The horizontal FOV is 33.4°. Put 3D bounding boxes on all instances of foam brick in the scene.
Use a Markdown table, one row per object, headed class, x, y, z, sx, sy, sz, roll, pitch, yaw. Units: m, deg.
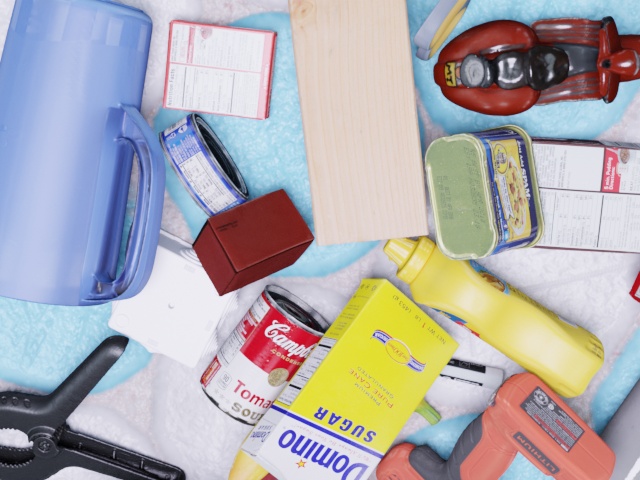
| class | x | y | z | sx | sy | sz | roll | pitch | yaw |
| --- | --- | --- | --- | --- | --- | --- | --- | --- | --- |
| foam brick | -0.056 | 0.001 | 0.874 | 0.078 | 0.051 | 0.053 | -23 | 74 | -29 |

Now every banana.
| class | x | y | z | sx | sy | sz | roll | pitch | yaw |
| --- | --- | --- | --- | --- | --- | --- | --- | --- | --- |
| banana | 0.008 | 0.148 | 0.898 | 0.197 | 0.037 | 0.069 | -15 | 72 | -19 |

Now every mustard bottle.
| class | x | y | z | sx | sy | sz | roll | pitch | yaw |
| --- | --- | --- | --- | --- | --- | --- | --- | --- | --- |
| mustard bottle | 0.135 | 0.053 | 0.871 | 0.191 | 0.096 | 0.058 | 34 | 97 | -3 |

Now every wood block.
| class | x | y | z | sx | sy | sz | roll | pitch | yaw |
| --- | --- | --- | --- | --- | --- | --- | --- | --- | --- |
| wood block | 0.031 | -0.107 | 0.852 | 0.091 | 0.090 | 0.206 | -6 | 99 | 4 |

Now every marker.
| class | x | y | z | sx | sy | sz | roll | pitch | yaw |
| --- | --- | --- | --- | --- | --- | --- | --- | --- | --- |
| marker | 0.097 | 0.107 | 0.922 | 0.121 | 0.020 | 0.020 | 13 | 101 | 1 |

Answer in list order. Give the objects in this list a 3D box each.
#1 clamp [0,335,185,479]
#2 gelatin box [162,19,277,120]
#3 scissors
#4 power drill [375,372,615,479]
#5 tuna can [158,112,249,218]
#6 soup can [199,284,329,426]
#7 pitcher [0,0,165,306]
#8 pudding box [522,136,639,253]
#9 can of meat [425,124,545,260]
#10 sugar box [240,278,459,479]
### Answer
| class | x | y | z | sx | sy | sz | roll | pitch | yaw |
| --- | --- | --- | --- | --- | --- | --- | --- | --- | --- |
| clamp | -0.229 | 0.176 | 0.939 | 0.210 | 0.036 | 0.164 | -18 | 115 | 13 |
| gelatin box | -0.083 | -0.141 | 0.883 | 0.089 | 0.030 | 0.073 | 7 | 102 | 2 |
| scissors | 0.131 | -0.218 | 0.855 | 0.016 | 0.096 | 0.201 | 36 | 69 | 5 |
| power drill | 0.151 | 0.209 | 0.869 | 0.184 | 0.057 | 0.188 | 44 | 130 | 9 |
| tuna can | -0.094 | -0.061 | 0.870 | 0.034 | 0.086 | 0.086 | -32 | 97 | 6 |
| soup can | -0.048 | 0.098 | 0.905 | 0.068 | 0.068 | 0.102 | 36 | 100 | -3 |
| pitcher | -0.200 | -0.072 | 0.853 | 0.149 | 0.145 | 0.243 | 10 | 98 | -19 |
| pudding box | 0.218 | -0.037 | 0.880 | 0.113 | 0.039 | 0.090 | 4 | 102 | 5 |
| can of meat | 0.128 | -0.037 | 0.838 | 0.058 | 0.083 | 0.102 | -8 | 93 | 36 |
| sugar box | 0.026 | 0.126 | 0.863 | 0.093 | 0.048 | 0.176 | 40 | 74 | -17 |
